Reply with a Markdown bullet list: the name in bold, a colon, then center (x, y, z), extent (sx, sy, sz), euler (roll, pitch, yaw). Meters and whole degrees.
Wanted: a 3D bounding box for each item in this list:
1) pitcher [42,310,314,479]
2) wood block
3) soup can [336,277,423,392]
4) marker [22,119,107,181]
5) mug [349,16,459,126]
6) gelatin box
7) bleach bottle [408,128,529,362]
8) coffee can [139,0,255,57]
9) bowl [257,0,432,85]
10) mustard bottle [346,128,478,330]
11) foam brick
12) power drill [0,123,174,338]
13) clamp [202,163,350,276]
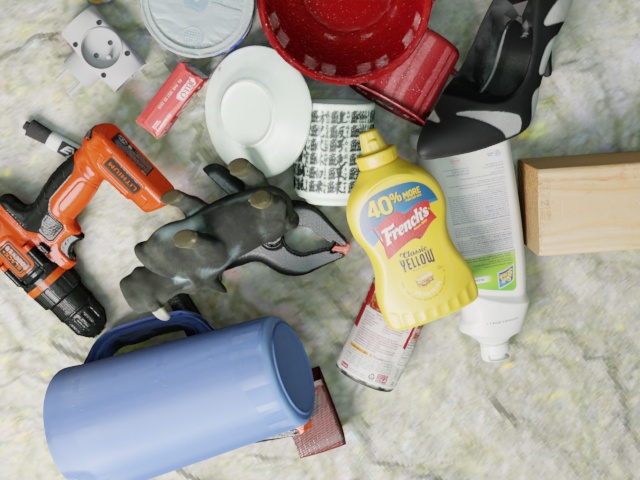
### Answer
- **pitcher**: center (-0.134, 0.147, 1.035), extent (0.243, 0.145, 0.149), euler (-19, 96, 17)
- **wood block**: center (0.313, -0.041, 1.089), extent (0.206, 0.091, 0.090), euler (-4, 101, -2)
- **soup can**: center (0.066, 0.098, 1.114), extent (0.068, 0.068, 0.102), euler (23, 98, -6)
- **marker**: center (-0.249, -0.089, 1.094), extent (0.121, 0.020, 0.020), euler (30, 97, -7)
- **mug**: center (0.095, -0.165, 1.064), extent (0.117, 0.093, 0.081), euler (28, 93, -23)
- **gelatin box**: center (-0.145, -0.139, 1.054), extent (0.030, 0.089, 0.073), euler (38, 96, -8)
- **bleach bottle**: center (0.159, 0.005, 1.106), extent (0.102, 0.068, 0.251), euler (-9, 102, -1)
- **coffee can**: center (-0.113, -0.225, 1.015), extent (0.103, 0.140, 0.103), euler (0, 100, -3)
- **bowl**: center (0.023, -0.231, 0.999), extent (0.162, 0.055, 0.162), euler (3, 120, 4)
- **mustard bottle**: center (0.078, -0.016, 1.032), extent (0.096, 0.058, 0.191), euler (-21, 99, 0)
- **foam brick**: center (-0.011, 0.182, 1.133), extent (0.051, 0.053, 0.078), euler (-20, 99, 1)
- **power drill**: center (-0.238, -0.012, 1.077), extent (0.188, 0.057, 0.184), euler (-39, 104, 13)
- **clamp**: center (-0.057, 0.001, 1.108), extent (0.171, 0.039, 0.120), euler (20, 105, 1)
